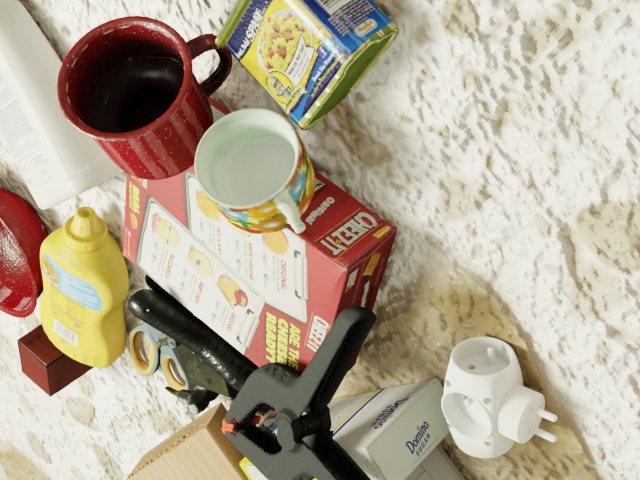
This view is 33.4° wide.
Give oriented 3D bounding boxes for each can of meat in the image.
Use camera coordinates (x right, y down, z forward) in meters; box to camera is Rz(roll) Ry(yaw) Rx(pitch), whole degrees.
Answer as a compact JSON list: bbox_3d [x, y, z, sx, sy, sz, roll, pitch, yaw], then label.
[{"bbox_3d":[-0.009,-0.131,0.681,0.084,0.057,0.102,48,143,4],"label":"can of meat"}]

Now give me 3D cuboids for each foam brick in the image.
[{"bbox_3d":[-0.278,0.117,1.147,0.053,0.078,0.051,33,139,28],"label":"foam brick"}]

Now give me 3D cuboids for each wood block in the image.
[{"bbox_3d":[-0.070,0.259,0.944,0.206,0.091,0.090,55,-175,-2],"label":"wood block"}]

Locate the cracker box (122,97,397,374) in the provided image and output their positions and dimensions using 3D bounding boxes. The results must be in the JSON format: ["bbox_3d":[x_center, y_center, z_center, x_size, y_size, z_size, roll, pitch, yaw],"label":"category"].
[{"bbox_3d":[-0.055,0.001,0.824,0.214,0.072,0.164,36,140,21],"label":"cracker box"}]

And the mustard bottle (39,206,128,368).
[{"bbox_3d":[-0.233,0.039,1.052,0.096,0.058,0.192,34,139,18],"label":"mustard bottle"}]

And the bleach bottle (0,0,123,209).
[{"bbox_3d":[-0.267,-0.154,0.935,0.103,0.068,0.251,-15,105,51],"label":"bleach bottle"}]

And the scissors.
[{"bbox_3d":[-0.146,0.083,1.030,0.096,0.016,0.202,42,141,13],"label":"scissors"}]

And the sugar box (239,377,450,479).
[{"bbox_3d":[0.020,0.161,0.851,0.177,0.093,0.048,-18,106,52],"label":"sugar box"}]

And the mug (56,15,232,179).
[{"bbox_3d":[-0.112,-0.100,0.734,0.093,0.117,0.081,52,176,23],"label":"mug"}]

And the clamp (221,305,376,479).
[{"bbox_3d":[-0.010,0.125,0.773,0.210,0.036,0.164,0,98,55],"label":"clamp"}]

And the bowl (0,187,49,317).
[{"bbox_3d":[-0.335,0.000,1.132,0.162,0.055,0.162,28,136,30],"label":"bowl"}]

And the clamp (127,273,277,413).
[{"bbox_3d":[-0.096,0.083,0.931,0.171,0.120,0.039,42,102,-17],"label":"clamp"}]
